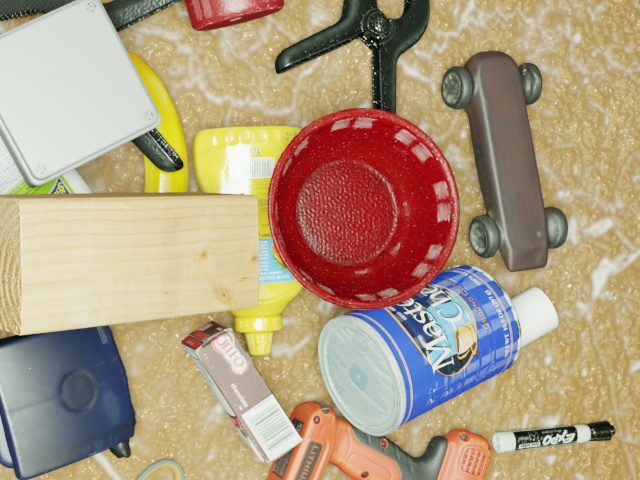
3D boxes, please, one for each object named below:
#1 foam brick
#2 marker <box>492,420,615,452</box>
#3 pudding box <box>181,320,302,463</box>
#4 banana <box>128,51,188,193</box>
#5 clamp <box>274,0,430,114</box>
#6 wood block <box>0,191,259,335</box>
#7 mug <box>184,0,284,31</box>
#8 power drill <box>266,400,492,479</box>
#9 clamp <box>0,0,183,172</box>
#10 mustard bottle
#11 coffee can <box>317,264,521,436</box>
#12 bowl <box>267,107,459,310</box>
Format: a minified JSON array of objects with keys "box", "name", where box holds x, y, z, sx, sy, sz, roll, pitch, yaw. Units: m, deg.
[{"box":[0.040,0.003,0.932,0.078,0.053,0.051,43,79,-10],"name":"foam brick"},{"box":[0.219,0.182,0.994,0.121,0.020,0.020,-3,90,-15],"name":"marker"},{"box":[-0.067,0.123,0.882,0.039,0.090,0.113,-31,97,-12],"name":"pudding box"},{"box":[-0.144,-0.057,0.893,0.069,0.037,0.198,7,87,-16],"name":"banana"},{"box":[0.037,-0.186,0.944,0.120,0.039,0.171,25,76,-18],"name":"clamp"},{"box":[-0.151,0.010,0.786,0.205,0.091,0.090,-4,96,-44],"name":"wood block"},{"box":[-0.067,-0.225,0.884,0.117,0.093,0.081,-12,98,20],"name":"mug"},{"box":[0.045,0.232,0.928,0.187,0.057,0.184,23,79,-16],"name":"power drill"},{"box":[-0.185,-0.164,0.854,0.210,0.036,0.164,20,100,3],"name":"clamp"},{"box":[-0.056,0.001,0.904,0.096,0.058,0.191,-3,89,-14],"name":"mustard bottle"},{"box":[0.083,0.090,0.896,0.140,0.103,0.103,-21,94,-33],"name":"coffee can"},{"box":[0.030,-0.024,0.873,0.162,0.055,0.162,1,88,-15],"name":"bowl"}]
